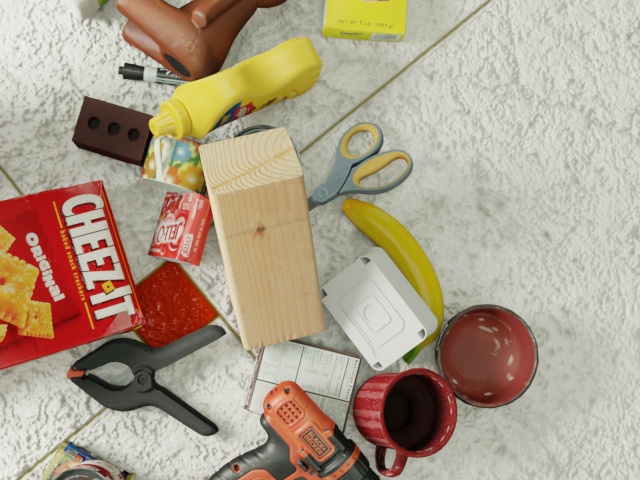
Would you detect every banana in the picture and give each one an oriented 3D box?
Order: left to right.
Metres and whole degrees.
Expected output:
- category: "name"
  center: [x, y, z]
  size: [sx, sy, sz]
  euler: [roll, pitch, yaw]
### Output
- category: "banana"
  center: [0.090, 0.035, 1.185]
  size: [0.069, 0.037, 0.198]
  euler: [-22, 89, -8]

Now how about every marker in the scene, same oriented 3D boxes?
- category: "marker"
  center: [-0.163, -0.180, 1.181]
  size: [0.121, 0.020, 0.020]
  euler: [7, 85, -6]

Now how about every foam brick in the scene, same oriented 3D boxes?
- category: "foam brick"
  center: [-0.222, -0.117, 1.153]
  size: [0.078, 0.051, 0.053]
  euler: [15, 85, -5]

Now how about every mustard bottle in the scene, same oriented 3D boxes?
- category: "mustard bottle"
  center: [-0.095, -0.152, 1.119]
  size: [0.191, 0.096, 0.058]
  euler: [-28, 91, -29]

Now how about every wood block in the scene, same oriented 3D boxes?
- category: "wood block"
  center: [-0.057, 0.002, 1.087]
  size: [0.090, 0.090, 0.206]
  euler: [-13, 130, -7]

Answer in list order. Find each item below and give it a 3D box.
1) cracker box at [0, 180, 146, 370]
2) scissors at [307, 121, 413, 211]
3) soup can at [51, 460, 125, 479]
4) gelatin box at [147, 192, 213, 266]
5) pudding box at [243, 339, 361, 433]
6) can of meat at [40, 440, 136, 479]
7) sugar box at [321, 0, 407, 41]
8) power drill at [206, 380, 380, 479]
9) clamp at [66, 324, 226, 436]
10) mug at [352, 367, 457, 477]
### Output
- category: "cracker box"
  center: [-0.302, 0.041, 1.080]
  size: [0.213, 0.072, 0.164]
  euler: [-16, 88, -35]
- category: "scissors"
  center: [0.002, -0.069, 1.185]
  size: [0.201, 0.016, 0.096]
  euler: [-19, 68, -1]
- category: "soup can"
  center: [-0.228, 0.252, 1.043]
  size: [0.068, 0.102, 0.068]
  euler: [0, 83, -3]
- category: "gelatin box"
  center: [-0.148, -0.013, 1.134]
  size: [0.030, 0.089, 0.073]
  euler: [18, 84, -28]
- category: "pudding box"
  center: [-0.019, 0.156, 1.163]
  size: [0.113, 0.039, 0.090]
  euler: [15, 85, -7]
- category: "can of meat"
  center: [-0.255, 0.272, 1.120]
  size: [0.084, 0.057, 0.102]
  euler: [29, 83, -1]
- category: "sugar box"
  center: [0.053, -0.316, 1.202]
  size: [0.093, 0.048, 0.176]
  euler: [3, 87, -6]
- category: "power drill"
  center: [-0.041, 0.266, 1.127]
  size: [0.187, 0.057, 0.184]
  euler: [-40, 97, 2]
- category: "clamp"
  center: [-0.181, 0.136, 1.145]
  size: [0.171, 0.039, 0.120]
  euler: [13, 87, -6]
- category: "mug"
  center: [0.084, 0.194, 1.140]
  size: [0.093, 0.082, 0.117]
  euler: [17, 77, -21]
